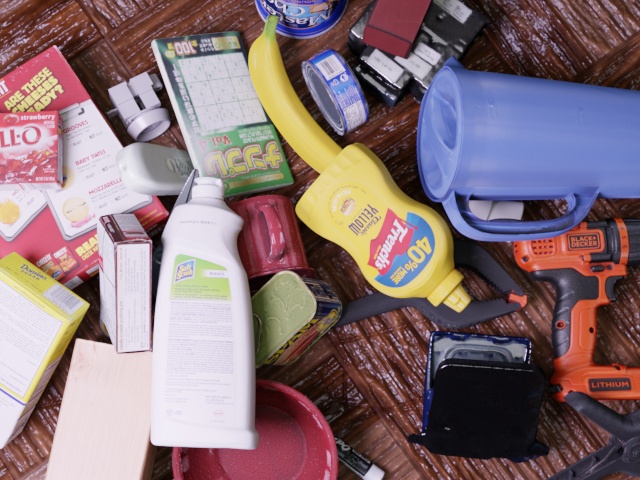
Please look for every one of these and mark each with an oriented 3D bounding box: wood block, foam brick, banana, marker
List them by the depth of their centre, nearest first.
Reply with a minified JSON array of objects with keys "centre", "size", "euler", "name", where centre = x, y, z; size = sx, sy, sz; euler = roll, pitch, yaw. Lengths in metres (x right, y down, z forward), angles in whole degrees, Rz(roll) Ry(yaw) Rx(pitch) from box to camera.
[{"centre":[-0.209,0.207,1.037],"size":[0.091,0.090,0.206],"euler":[10,80,0],"name":"wood block"},{"centre":[0.081,-0.233,1.076],"size":[0.051,0.053,0.078],"euler":[23,80,2],"name":"foam brick"},{"centre":[0.011,0.205,1.078],"size":[0.121,0.020,0.020],"euler":[36,82,5],"name":"marker"},{"centre":[-0.024,-0.133,1.109],"size":[0.037,0.070,0.198],"euler":[-34,96,-29],"name":"banana"}]

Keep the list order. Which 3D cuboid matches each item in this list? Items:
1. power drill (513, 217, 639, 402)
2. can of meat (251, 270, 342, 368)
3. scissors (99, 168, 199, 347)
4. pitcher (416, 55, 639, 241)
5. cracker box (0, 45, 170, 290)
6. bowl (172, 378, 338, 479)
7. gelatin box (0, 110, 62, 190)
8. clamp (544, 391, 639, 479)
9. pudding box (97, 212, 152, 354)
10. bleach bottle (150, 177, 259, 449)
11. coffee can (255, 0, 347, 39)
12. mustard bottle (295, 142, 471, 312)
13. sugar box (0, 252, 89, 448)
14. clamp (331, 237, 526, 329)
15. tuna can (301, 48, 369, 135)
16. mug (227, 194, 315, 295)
[{"centre":[0.296,0.069,1.090],"size":[0.184,0.057,0.187],"euler":[-4,78,2],"name":"power drill"},{"centre":[-0.035,0.080,1.051],"size":[0.102,0.083,0.057],"euler":[-43,71,12],"name":"can of meat"},{"centre":[-0.145,0.032,1.065],"size":[0.096,0.016,0.202],"euler":[37,108,-9],"name":"scissors"},{"centre":[0.226,-0.090,1.065],"size":[0.242,0.145,0.149],"euler":[2,116,-12],"name":"pitcher"},{"centre":[-0.275,-0.062,1.089],"size":[0.164,0.072,0.214],"euler":[-34,82,-7],"name":"cracker box"},{"centre":[-0.061,0.211,1.048],"size":[0.162,0.055,0.162],"euler":[0,92,6],"name":"bowl"},{"centre":[-0.297,-0.087,1.040],"size":[0.089,0.030,0.073],"euler":[-2,79,-1],"name":"gelatin box"},{"centre":[0.300,0.192,1.052],"size":[0.171,0.039,0.120],"euler":[-9,123,-16],"name":"clamp"},{"centre":[-0.185,0.040,1.012],"size":[0.039,0.090,0.113],"euler":[-6,110,-20],"name":"pudding box"},{"centre":[-0.102,0.066,0.997],"size":[0.102,0.068,0.251],"euler":[3,79,-4],"name":"bleach bottle"},{"centre":[-0.019,-0.279,1.094],"size":[0.103,0.140,0.103],"euler":[0,81,-2],"name":"coffee can"},{"centre":[0.073,-0.001,1.054],"size":[0.191,0.058,0.096],"euler":[43,107,6],"name":"mustard bottle"},{"centre":[-0.302,0.108,1.032],"size":[0.093,0.048,0.176],"euler":[35,118,4],"name":"sugar box"},{"centre":[0.104,0.044,1.098],"size":[0.210,0.036,0.164],"euler":[23,83,6],"name":"clamp"},{"centre":[0.016,-0.154,1.103],"size":[0.033,0.086,0.086],"euler":[-30,83,-7],"name":"tuna can"},{"centre":[-0.057,0.001,1.063],"size":[0.093,0.117,0.081],"euler":[-10,76,-14],"name":"mug"}]
